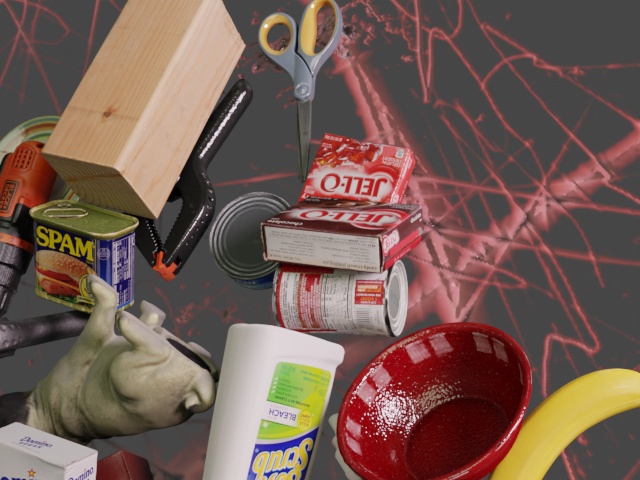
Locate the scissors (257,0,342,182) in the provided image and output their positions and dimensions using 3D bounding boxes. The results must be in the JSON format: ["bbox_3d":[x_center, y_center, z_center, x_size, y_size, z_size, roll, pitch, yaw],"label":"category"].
[{"bbox_3d":[-0.032,-0.152,1.046,0.096,0.016,0.201,8,71,24],"label":"scissors"}]

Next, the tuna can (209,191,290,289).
[{"bbox_3d":[-0.056,0.001,0.977,0.086,0.033,0.086,-7,66,16],"label":"tuna can"}]

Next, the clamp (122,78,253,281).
[{"bbox_3d":[-0.154,-0.060,1.036,0.165,0.036,0.210,-3,63,20],"label":"clamp"}]

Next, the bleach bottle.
[{"bbox_3d":[-0.049,0.199,0.864,0.068,0.102,0.251,-3,73,45],"label":"bleach bottle"}]

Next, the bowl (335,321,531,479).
[{"bbox_3d":[0.095,0.140,0.832,0.162,0.055,0.162,-22,35,16],"label":"bowl"}]

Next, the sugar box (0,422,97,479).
[{"bbox_3d":[-0.236,0.248,0.879,0.093,0.048,0.176,11,105,28],"label":"sugar box"}]

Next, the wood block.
[{"bbox_3d":[-0.163,-0.136,1.007,0.091,0.090,0.206,13,65,26],"label":"wood block"}]

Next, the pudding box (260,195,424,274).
[{"bbox_3d":[0.020,-0.007,0.902,0.114,0.089,0.039,4,108,27],"label":"pudding box"}]

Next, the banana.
[{"bbox_3d":[0.184,0.159,0.823,0.198,0.037,0.070,-39,59,0],"label":"banana"}]

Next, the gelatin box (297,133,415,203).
[{"bbox_3d":[0.034,-0.053,0.971,0.089,0.030,0.073,14,73,24],"label":"gelatin box"}]

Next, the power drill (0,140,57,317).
[{"bbox_3d":[-0.358,-0.016,1.059,0.188,0.057,0.184,8,71,23],"label":"power drill"}]

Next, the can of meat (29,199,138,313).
[{"bbox_3d":[-0.221,0.016,0.995,0.102,0.057,0.084,15,113,26],"label":"can of meat"}]

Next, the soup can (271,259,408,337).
[{"bbox_3d":[0.018,0.048,0.912,0.102,0.068,0.068,1,68,19],"label":"soup can"}]

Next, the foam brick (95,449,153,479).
[{"bbox_3d":[-0.169,0.227,0.908,0.051,0.053,0.078,-28,61,6],"label":"foam brick"}]

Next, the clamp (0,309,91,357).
[{"bbox_3d":[-0.279,0.086,0.955,0.120,0.171,0.039,-18,89,5],"label":"clamp"}]
